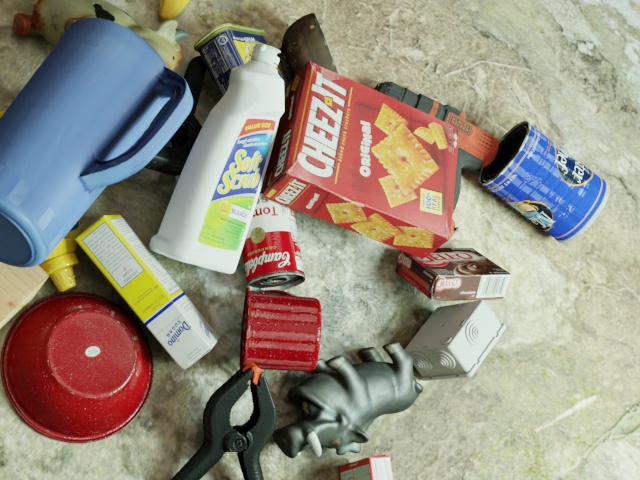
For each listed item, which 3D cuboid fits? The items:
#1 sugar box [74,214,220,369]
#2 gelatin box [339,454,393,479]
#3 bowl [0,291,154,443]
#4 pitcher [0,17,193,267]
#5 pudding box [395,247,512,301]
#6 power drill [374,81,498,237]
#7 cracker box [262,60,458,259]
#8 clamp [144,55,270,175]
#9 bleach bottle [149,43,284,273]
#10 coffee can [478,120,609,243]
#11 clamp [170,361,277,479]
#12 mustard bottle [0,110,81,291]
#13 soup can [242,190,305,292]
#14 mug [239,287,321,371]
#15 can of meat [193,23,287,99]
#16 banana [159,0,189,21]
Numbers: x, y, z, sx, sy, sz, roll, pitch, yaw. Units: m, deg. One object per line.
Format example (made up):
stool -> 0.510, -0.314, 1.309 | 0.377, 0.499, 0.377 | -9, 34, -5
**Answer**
sugar box -> -0.180, 0.053, 1.125 | 0.048, 0.093, 0.176 | -37, 91, 2
gelatin box -> 0.054, 0.285, 1.168 | 0.030, 0.073, 0.089 | 1, 70, -27
bowl -> -0.240, 0.122, 1.091 | 0.161, 0.055, 0.162 | 10, 66, -24
pitcher -> -0.242, -0.092, 1.030 | 0.145, 0.149, 0.242 | 37, 54, -13
pudding box -> 0.162, 0.040, 1.310 | 0.113, 0.090, 0.039 | 2, 111, -28
power drill -> 0.129, -0.099, 1.365 | 0.184, 0.057, 0.187 | 27, 62, -9
cracker box -> 0.054, -0.093, 1.243 | 0.213, 0.072, 0.164 | 22, 58, -19
clamp -> -0.157, -0.134, 1.216 | 0.209, 0.036, 0.164 | -18, 76, -51
bleach bottle -> -0.101, -0.095, 1.166 | 0.102, 0.068, 0.251 | 18, 91, -50
coffee can -> 0.296, -0.077, 1.415 | 0.140, 0.103, 0.102 | 35, 59, -11
clamp -> -0.083, 0.216, 1.118 | 0.120, 0.039, 0.171 | 25, 90, -27
mustard bottle -> -0.297, -0.038, 1.109 | 0.096, 0.058, 0.191 | -16, 83, -67
soup can -> -0.058, 0.002, 1.222 | 0.068, 0.069, 0.102 | 0, 70, -27
mug -> -0.044, 0.094, 1.176 | 0.081, 0.093, 0.117 | 5, 31, -7
can of meat -> -0.091, -0.205, 1.273 | 0.101, 0.058, 0.084 | -7, 69, -60
banana -> -0.133, -0.335, 1.333 | 0.197, 0.037, 0.069 | -31, 86, -33
